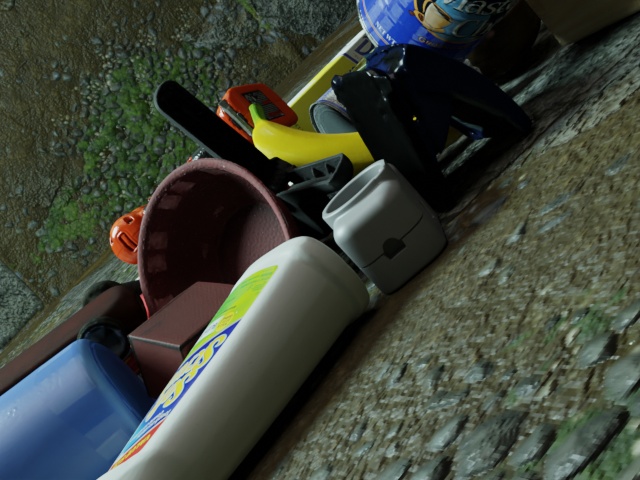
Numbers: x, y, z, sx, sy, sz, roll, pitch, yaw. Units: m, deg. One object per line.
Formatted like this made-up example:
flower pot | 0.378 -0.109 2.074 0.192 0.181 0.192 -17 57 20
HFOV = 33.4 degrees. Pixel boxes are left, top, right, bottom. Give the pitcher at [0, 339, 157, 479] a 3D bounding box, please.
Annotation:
pitcher | -0.212 0.186 0.710 0.243 0.149 0.145 -40 -4 -2

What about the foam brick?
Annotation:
foam brick | -0.083 0.070 0.736 0.053 0.051 0.078 6 32 38

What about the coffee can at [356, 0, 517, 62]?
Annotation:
coffee can | 0.100 -0.202 0.779 0.102 0.103 0.140 -50 2 -32

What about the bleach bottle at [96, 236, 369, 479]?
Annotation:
bleach bottle | -0.070 0.110 0.628 0.103 0.068 0.250 -30 19 52

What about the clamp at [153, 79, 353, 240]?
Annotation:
clamp | -0.026 -0.042 0.835 0.036 0.165 0.210 -59 -27 -13

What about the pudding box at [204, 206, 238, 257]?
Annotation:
pudding box | -0.056 0.001 0.913 0.039 0.090 0.113 -43 11 6

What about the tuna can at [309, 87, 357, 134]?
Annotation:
tuna can | 0.031 -0.111 1.039 0.033 0.086 0.086 -45 11 -19

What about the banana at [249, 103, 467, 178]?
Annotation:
banana | 0.023 -0.081 0.863 0.037 0.198 0.069 45 -127 -64

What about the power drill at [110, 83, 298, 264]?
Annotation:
power drill | -0.104 -0.062 1.008 0.188 0.057 0.184 -48 -1 18

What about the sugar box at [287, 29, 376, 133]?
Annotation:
sugar box | 0.031 -0.151 1.171 0.176 0.093 0.048 -48 13 -24

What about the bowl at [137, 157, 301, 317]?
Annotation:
bowl | -0.064 0.018 0.807 0.162 0.162 0.055 -35 -16 36
